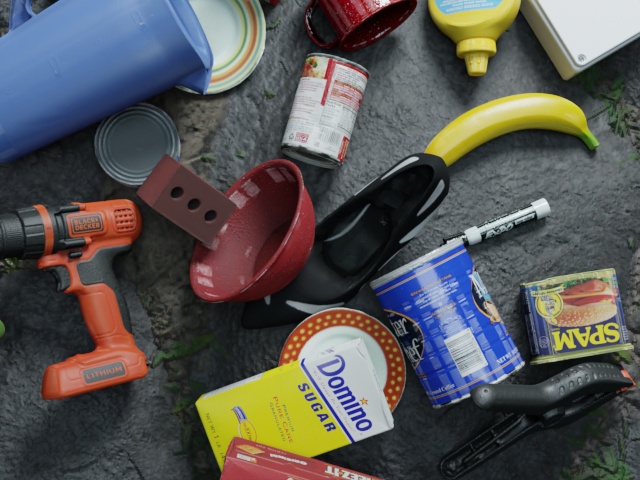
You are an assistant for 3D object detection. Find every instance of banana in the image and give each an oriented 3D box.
[{"bbox_3d":[0.194,-0.116,1.117,0.197,0.037,0.069,-9,84,-4],"label":"banana"}]

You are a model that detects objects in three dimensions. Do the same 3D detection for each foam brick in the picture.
[{"bbox_3d":[-0.134,-0.041,1.069,0.078,0.051,0.053,35,91,-30],"label":"foam brick"}]

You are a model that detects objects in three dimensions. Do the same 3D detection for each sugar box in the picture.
[{"bbox_3d":[-0.025,0.170,1.060,0.176,0.048,0.093,-21,92,7],"label":"sugar box"}]

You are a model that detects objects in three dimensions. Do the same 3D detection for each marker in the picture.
[{"bbox_3d":[0.182,-0.014,1.116,0.121,0.020,0.020,-22,86,-5],"label":"marker"}]

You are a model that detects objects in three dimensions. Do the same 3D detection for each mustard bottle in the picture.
[{"bbox_3d":[0.160,-0.268,1.115,0.096,0.058,0.191,-3,85,21],"label":"mustard bottle"}]

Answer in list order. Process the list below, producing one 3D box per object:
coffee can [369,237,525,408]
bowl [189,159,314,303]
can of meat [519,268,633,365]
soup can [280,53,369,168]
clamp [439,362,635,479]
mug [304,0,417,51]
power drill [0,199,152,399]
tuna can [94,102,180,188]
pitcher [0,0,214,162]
[{"bbox_3d":[0.126,0.082,1.062,0.102,0.103,0.140,-27,87,-5],"label":"coffee can"},{"bbox_3d":[-0.057,0.001,1.055,0.055,0.162,0.162,34,83,-32],"label":"bowl"},{"bbox_3d":[0.260,0.078,1.093,0.102,0.057,0.084,-8,82,-4],"label":"can of meat"},{"bbox_3d":[0.004,-0.132,1.094,0.068,0.068,0.102,16,84,-1],"label":"soup can"},{"bbox_3d":[0.216,0.172,1.065,0.209,0.165,0.036,-12,55,-24],"label":"clamp"},{"bbox_3d":[0.031,-0.248,1.104,0.117,0.093,0.081,-35,81,31],"label":"mug"},{"bbox_3d":[-0.248,0.056,1.038,0.184,0.057,0.187,-10,89,-34],"label":"power drill"},{"bbox_3d":[-0.187,-0.097,1.098,0.086,0.034,0.086,0,85,-3],"label":"tuna can"},{"bbox_3d":[-0.240,-0.184,1.043,0.243,0.145,0.149,-26,53,7],"label":"pitcher"}]
